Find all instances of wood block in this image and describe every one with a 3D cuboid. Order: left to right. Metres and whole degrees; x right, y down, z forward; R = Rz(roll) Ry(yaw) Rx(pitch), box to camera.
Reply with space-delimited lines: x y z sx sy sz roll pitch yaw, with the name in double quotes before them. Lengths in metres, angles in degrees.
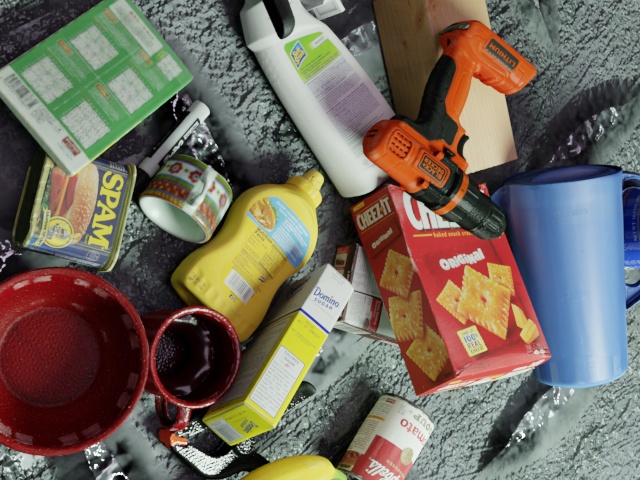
"wood block" 0.137 -0.177 1.177 0.090 0.090 0.206 -18 98 -33

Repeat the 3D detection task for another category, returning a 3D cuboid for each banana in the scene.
"banana" -0.063 0.256 1.034 0.197 0.037 0.069 -24 117 -16

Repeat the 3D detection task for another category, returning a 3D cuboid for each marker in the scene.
"marker" -0.150 -0.087 1.025 0.020 0.020 0.121 48 65 -23

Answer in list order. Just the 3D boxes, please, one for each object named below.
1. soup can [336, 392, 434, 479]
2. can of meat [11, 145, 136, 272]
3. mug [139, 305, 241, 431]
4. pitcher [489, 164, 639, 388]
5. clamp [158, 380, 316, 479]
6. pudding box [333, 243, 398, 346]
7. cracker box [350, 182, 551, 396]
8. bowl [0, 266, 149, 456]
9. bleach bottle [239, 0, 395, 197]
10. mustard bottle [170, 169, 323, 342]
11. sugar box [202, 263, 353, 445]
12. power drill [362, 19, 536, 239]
"soup can" 0.069 0.222 1.136 0.068 0.069 0.102 46 65 -24
"can of meat" -0.221 -0.031 0.955 0.083 0.058 0.102 17 79 -30
"mug" -0.134 0.118 0.993 0.093 0.082 0.117 4 86 -34
"pitcher" 0.293 0.036 1.203 0.144 0.149 0.243 -15 102 -35
"clamp" -0.076 0.206 1.057 0.171 0.039 0.120 -2 85 -31
"pudding box" 0.063 0.060 1.153 0.113 0.039 0.090 20 75 -35
"cracker box" 0.141 0.045 1.131 0.163 0.072 0.214 -3 69 -43
"bowl" -0.234 0.103 0.930 0.162 0.055 0.162 1 88 -18
"bleach bottle" -0.001 -0.172 1.103 0.102 0.068 0.250 -43 109 -30
"mustard bottle" -0.057 0.001 1.062 0.096 0.058 0.191 48 65 -22
"sugar box" -0.039 0.109 1.027 0.048 0.094 0.176 43 54 -11
"power drill" 0.150 -0.115 1.094 0.184 0.057 0.187 35 73 -25
